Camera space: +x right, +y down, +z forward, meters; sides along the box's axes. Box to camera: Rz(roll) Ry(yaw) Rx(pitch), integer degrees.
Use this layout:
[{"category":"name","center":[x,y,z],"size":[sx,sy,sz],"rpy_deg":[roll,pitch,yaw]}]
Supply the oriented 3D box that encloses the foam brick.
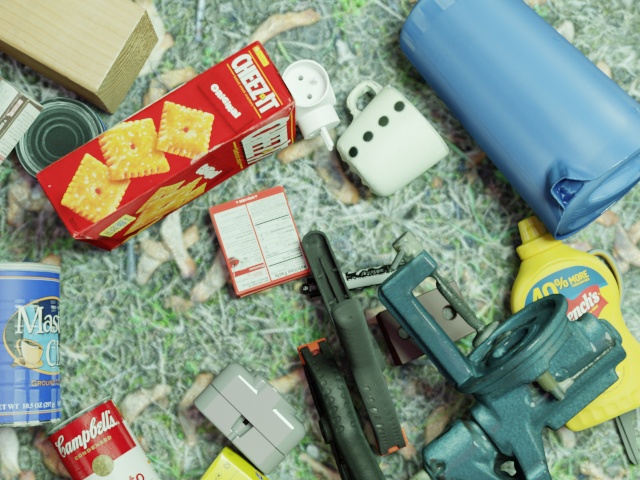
[{"category":"foam brick","center":[0.096,0.076,0.981],"size":[0.078,0.051,0.053],"rpy_deg":[-24,84,-3]}]

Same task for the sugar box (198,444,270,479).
[{"category":"sugar box","center":[-0.030,0.254,0.939],"size":[0.176,0.093,0.048],"rpy_deg":[37,85,2]}]

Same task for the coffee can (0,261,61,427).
[{"category":"coffee can","center":[-0.283,0.093,0.949],"size":[0.103,0.103,0.140],"rpy_deg":[-2,84,-1]}]

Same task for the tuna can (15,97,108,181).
[{"category":"tuna can","center":[-0.242,-0.091,1.005],"size":[0.086,0.034,0.086],"rpy_deg":[0,84,-1]}]

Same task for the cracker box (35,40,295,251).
[{"category":"cracker box","center":[-0.126,-0.074,0.939],"size":[0.213,0.164,0.072],"rpy_deg":[-31,87,-4]}]

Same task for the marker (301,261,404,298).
[{"category":"marker","center":[0.042,0.035,1.001],"size":[0.121,0.020,0.020],"rpy_deg":[-10,84,-2]}]

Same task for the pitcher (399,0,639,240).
[{"category":"pitcher","center":[0.190,-0.130,0.960],"size":[0.145,0.149,0.243],"rpy_deg":[-36,71,-7]}]

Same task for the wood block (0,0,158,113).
[{"category":"wood block","center":[-0.265,-0.213,0.990],"size":[0.206,0.091,0.090],"rpy_deg":[30,84,2]}]

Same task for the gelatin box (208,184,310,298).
[{"category":"gelatin box","center":[-0.057,0.001,0.999],"size":[0.073,0.030,0.089],"rpy_deg":[-18,84,-4]}]

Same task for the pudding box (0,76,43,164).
[{"category":"pudding box","center":[-0.326,-0.118,0.987],"size":[0.114,0.039,0.090],"rpy_deg":[33,85,28]}]

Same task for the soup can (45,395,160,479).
[{"category":"soup can","center":[-0.191,0.200,0.956],"size":[0.068,0.068,0.102],"rpy_deg":[-32,86,-4]}]

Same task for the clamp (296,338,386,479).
[{"category":"clamp","center":[0.022,0.167,0.940],"size":[0.039,0.120,0.171],"rpy_deg":[-19,81,-17]}]

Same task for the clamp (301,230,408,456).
[{"category":"clamp","center":[0.033,0.098,0.948],"size":[0.036,0.164,0.210],"rpy_deg":[-21,121,-1]}]

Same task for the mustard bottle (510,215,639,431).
[{"category":"mustard bottle","center":[0.227,0.067,0.964],"size":[0.096,0.058,0.191],"rpy_deg":[-24,84,4]}]
